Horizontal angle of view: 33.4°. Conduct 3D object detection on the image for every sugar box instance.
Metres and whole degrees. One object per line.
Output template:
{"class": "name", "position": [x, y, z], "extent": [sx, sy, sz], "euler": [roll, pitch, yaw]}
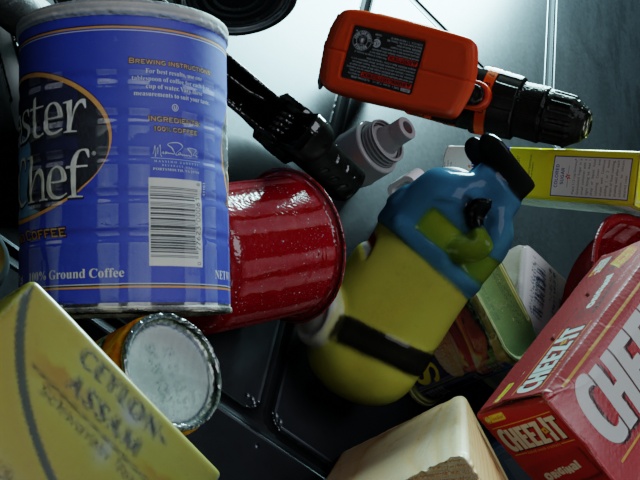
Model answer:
{"class": "sugar box", "position": [0.192, -0.048, 0.843], "extent": [0.093, 0.177, 0.048], "euler": [8, 92, -47]}

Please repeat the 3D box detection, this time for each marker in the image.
{"class": "marker", "position": [-0.174, -0.117, 0.594], "extent": [0.020, 0.020, 0.121], "euler": [0, 67, -49]}

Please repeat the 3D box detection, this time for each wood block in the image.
{"class": "wood block", "position": [0.055, 0.149, 0.547], "extent": [0.091, 0.090, 0.206], "euler": [63, 6, 5]}

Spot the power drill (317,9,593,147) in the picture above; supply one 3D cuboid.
{"class": "power drill", "position": [0.092, -0.107, 0.751], "extent": [0.187, 0.185, 0.057], "euler": [2, 102, -70]}

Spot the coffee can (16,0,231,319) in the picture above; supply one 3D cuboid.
{"class": "coffee can", "position": [-0.095, -0.034, 0.518], "extent": [0.102, 0.103, 0.140], "euler": [4, 82, -48]}

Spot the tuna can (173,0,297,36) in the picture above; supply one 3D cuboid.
{"class": "tuna can", "position": [-0.057, -0.174, 0.712], "extent": [0.086, 0.086, 0.034], "euler": [18, 55, -41]}

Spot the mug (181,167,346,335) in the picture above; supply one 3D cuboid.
{"class": "mug", "position": [-0.054, 0.001, 0.609], "extent": [0.081, 0.093, 0.117], "euler": [-10, 43, -46]}

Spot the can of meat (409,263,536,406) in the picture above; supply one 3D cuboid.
{"class": "can of meat", "position": [0.089, 0.052, 0.732], "extent": [0.057, 0.084, 0.102], "euler": [-23, 84, -53]}

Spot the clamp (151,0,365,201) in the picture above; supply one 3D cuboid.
{"class": "clamp", "position": [-0.030, -0.077, 0.671], "extent": [0.165, 0.036, 0.209], "euler": [40, 2, 21]}
